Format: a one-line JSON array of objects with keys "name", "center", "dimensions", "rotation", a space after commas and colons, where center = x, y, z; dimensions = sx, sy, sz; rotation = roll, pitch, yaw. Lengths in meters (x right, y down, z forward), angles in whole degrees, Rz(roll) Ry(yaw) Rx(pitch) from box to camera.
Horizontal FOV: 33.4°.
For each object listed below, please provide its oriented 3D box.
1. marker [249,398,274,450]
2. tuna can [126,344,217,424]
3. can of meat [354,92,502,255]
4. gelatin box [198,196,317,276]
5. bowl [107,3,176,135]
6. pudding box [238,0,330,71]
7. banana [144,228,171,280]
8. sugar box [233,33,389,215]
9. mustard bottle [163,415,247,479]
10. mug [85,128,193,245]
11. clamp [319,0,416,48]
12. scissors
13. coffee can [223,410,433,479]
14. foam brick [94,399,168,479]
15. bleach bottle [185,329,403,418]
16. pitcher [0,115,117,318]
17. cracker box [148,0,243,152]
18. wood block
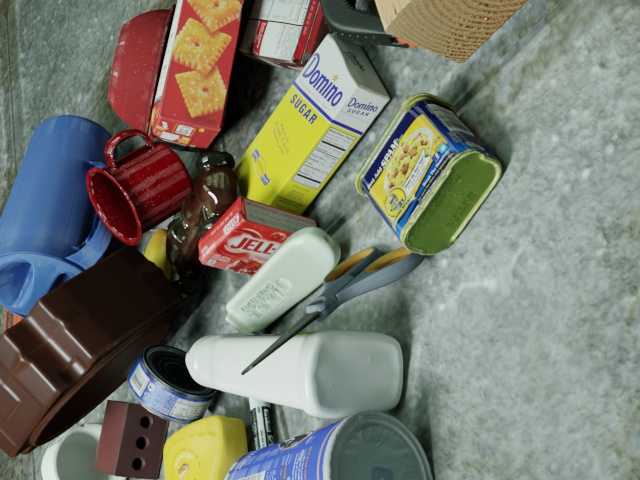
[{"name": "marker", "center": [-0.049, 0.194, 0.959], "dimensions": [0.020, 0.020, 0.121], "rotation": [-38, 49, 40]}, {"name": "tuna can", "center": [-0.145, 0.140, 1.053], "dimensions": [0.034, 0.086, 0.086], "rotation": [-59, 38, 18]}, {"name": "can of meat", "center": [0.084, -0.051, 0.840], "dimensions": [0.102, 0.057, 0.084], "rotation": [-57, 41, 23]}, {"name": "gelatin box", "center": [-0.057, 0.001, 0.982], "dimensions": [0.073, 0.089, 0.030], "rotation": [-42, 46, 37]}, {"name": "bowl", "center": [-0.210, -0.200, 1.238], "dimensions": [0.162, 0.055, 0.162], "rotation": [-169, 91, -82]}, {"name": "pudding box", "center": [-0.031, -0.221, 1.077], "dimensions": [0.114, 0.039, 0.090], "rotation": [23, 95, 53]}, {"name": "banana", "center": [-0.207, 0.084, 1.199], "dimensions": [0.070, 0.037, 0.198], "rotation": [42, 111, 51]}, {"name": "sugar box", "center": [-0.013, -0.098, 0.998], "dimensions": [0.176, 0.048, 0.093], "rotation": [-55, 37, 28]}, {"name": "mustard bottle", "center": [-0.099, 0.263, 0.968], "dimensions": [0.096, 0.058, 0.191], "rotation": [-34, 52, 36]}, {"name": "mug", "center": [-0.194, -0.065, 1.140], "dimensions": [0.093, 0.081, 0.117], "rotation": [19, 133, 45]}, {"name": "clamp", "center": [0.033, -0.253, 0.979], "dimensions": [0.164, 0.036, 0.210], "rotation": [-48, 55, 5]}, {"name": "scissors", "center": [0.019, 0.045, 0.820], "dimensions": [0.096, 0.201, 0.016], "rotation": [-18, 104, 28]}, {"name": "coffee can", "center": [0.003, 0.196, 0.817], "dimensions": [0.141, 0.102, 0.103], "rotation": [-29, 55, 45]}, {"name": "foam brick", "center": [-0.199, 0.211, 1.128], "dimensions": [0.051, 0.052, 0.078], "rotation": [-3, 76, 53]}, {"name": "bleach bottle", "center": [-0.046, 0.108, 0.916], "dimensions": [0.251, 0.102, 0.068], "rotation": [-4, 83, 52]}, {"name": "pitcher", "center": [-0.304, -0.036, 1.266], "dimensions": [0.145, 0.149, 0.243], "rotation": [96, 177, -51]}, {"name": "cracker box", "center": [-0.124, -0.210, 1.130], "dimensions": [0.164, 0.072, 0.213], "rotation": [161, 121, -77]}, {"name": "wood block", "center": [0.088, -0.261, 0.886], "dimensions": [0.091, 0.090, 0.206], "rotation": [-44, 46, 37]}]
